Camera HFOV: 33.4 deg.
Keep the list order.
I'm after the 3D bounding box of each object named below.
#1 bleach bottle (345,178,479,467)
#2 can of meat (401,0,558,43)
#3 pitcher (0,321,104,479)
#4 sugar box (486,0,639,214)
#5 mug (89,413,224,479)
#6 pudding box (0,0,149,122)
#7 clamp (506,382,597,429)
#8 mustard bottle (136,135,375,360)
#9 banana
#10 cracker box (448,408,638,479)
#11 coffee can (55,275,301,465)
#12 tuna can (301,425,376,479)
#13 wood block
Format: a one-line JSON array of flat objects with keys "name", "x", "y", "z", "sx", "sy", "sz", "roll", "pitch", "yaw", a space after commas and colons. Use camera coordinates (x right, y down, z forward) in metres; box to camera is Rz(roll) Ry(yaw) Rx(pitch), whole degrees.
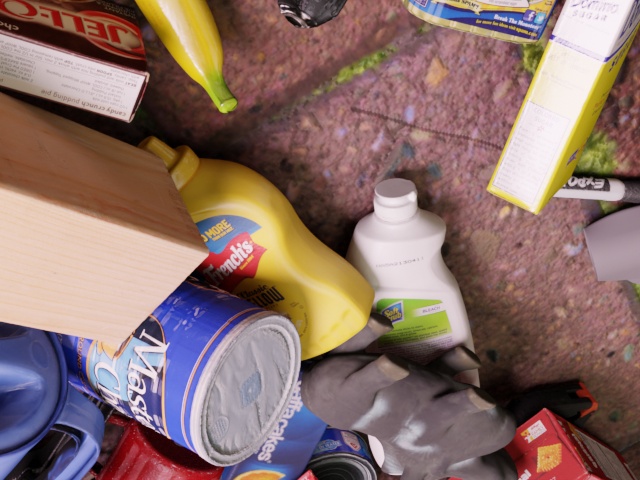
[{"name": "bleach bottle", "x": 0.075, "y": 0.065, "z": 0.820, "sx": 0.102, "sy": 0.068, "sz": 0.251, "roll": -13, "pitch": 123, "yaw": -8}, {"name": "can of meat", "x": 0.109, "y": -0.176, "z": 0.669, "sx": 0.102, "sy": 0.057, "sz": 0.084, "roll": 8, "pitch": 122, "yaw": -22}, {"name": "pitcher", "x": -0.262, "y": 0.142, "z": 0.704, "sx": 0.144, "sy": 0.149, "sz": 0.243, "roll": -21, "pitch": 158, "yaw": -48}, {"name": "sugar box", "x": 0.172, "y": -0.112, "z": 0.708, "sx": 0.048, "sy": 0.093, "sz": 0.176, "roll": 30, "pitch": 121, "yaw": 14}, {"name": "mug", "x": -0.135, "y": 0.177, "z": 0.826, "sx": 0.117, "sy": 0.093, "sz": 0.082, "roll": 33, "pitch": 108, "yaw": 7}, {"name": "pudding box", "x": -0.158, "y": -0.116, "z": 0.610, "sx": 0.113, "sy": 0.090, "sz": 0.039, "roll": 12, "pitch": 120, "yaw": -22}, {"name": "clamp", "x": 0.165, "y": 0.186, "z": 0.942, "sx": 0.171, "sy": 0.039, "sz": 0.120, "roll": -23, "pitch": 140, "yaw": -1}, {"name": "mustard bottle", "x": -0.055, "y": 0.001, "z": 0.727, "sx": 0.096, "sy": 0.058, "sz": 0.191, "roll": -23, "pitch": 121, "yaw": 37}, {"name": "banana", "x": -0.098, "y": -0.165, "z": 0.608, "sx": 0.037, "sy": 0.070, "sz": 0.197, "roll": -38, "pitch": 127, "yaw": -12}, {"name": "cracker box", "x": 0.183, "y": 0.239, "z": 0.924, "sx": 0.164, "sy": 0.072, "sz": 0.213, "roll": -40, "pitch": 145, "yaw": 12}, {"name": "coffee can", "x": -0.098, "y": 0.073, "z": 0.705, "sx": 0.102, "sy": 0.140, "sz": 0.103, "roll": -35, "pitch": 135, "yaw": -44}, {"name": "tuna can", "x": 0.004, "y": 0.200, "z": 0.906, "sx": 0.086, "sy": 0.034, "sz": 0.086, "roll": -8, "pitch": 125, "yaw": -11}, {"name": "wood block", "x": -0.173, "y": -0.018, "z": 0.586, "sx": 0.091, "sy": 0.090, "sz": 0.205, "roll": -44, "pitch": 146, "yaw": 19}]
